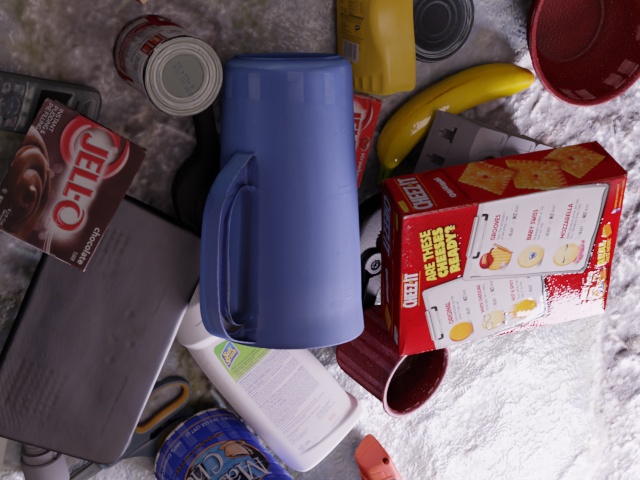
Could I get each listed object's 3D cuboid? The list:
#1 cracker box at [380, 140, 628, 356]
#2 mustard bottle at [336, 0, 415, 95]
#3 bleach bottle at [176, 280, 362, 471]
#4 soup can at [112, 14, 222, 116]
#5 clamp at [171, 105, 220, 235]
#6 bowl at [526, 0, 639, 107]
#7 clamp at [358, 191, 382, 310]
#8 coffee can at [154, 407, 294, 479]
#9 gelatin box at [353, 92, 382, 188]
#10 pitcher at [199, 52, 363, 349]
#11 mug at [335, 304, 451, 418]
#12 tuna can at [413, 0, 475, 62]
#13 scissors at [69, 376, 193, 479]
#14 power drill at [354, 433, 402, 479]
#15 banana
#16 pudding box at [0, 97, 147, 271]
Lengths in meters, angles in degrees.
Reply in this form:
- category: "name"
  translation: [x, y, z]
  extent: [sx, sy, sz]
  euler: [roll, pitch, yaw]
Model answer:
- category: "cracker box"
  translation: [0.164, 0.007, 0.990]
  extent: [0.213, 0.072, 0.164]
  euler: [-10, 127, -11]
- category: "mustard bottle"
  translation: [0.047, -0.231, 0.940]
  extent: [0.058, 0.096, 0.192]
  euler: [-12, 115, -20]
- category: "bleach bottle"
  translation: [-0.063, 0.111, 1.047]
  extent: [0.102, 0.068, 0.250]
  euler: [-45, 118, -18]
- category: "soup can"
  translation: [-0.128, -0.147, 0.889]
  extent: [0.068, 0.102, 0.068]
  euler: [-9, 113, -22]
- category: "clamp"
  translation: [-0.094, -0.072, 0.972]
  extent: [0.120, 0.039, 0.171]
  euler: [29, 101, -14]
- category: "bowl"
  translation: [0.263, -0.218, 1.070]
  extent: [0.161, 0.055, 0.162]
  euler: [-9, 114, -22]
- category: "clamp"
  translation: [0.037, 0.017, 1.065]
  extent: [0.164, 0.036, 0.210]
  euler: [34, 93, -42]
- category: "coffee can"
  translation: [-0.082, 0.244, 1.031]
  extent: [0.102, 0.140, 0.103]
  euler: [-24, 134, -28]
- category: "gelatin box"
  translation: [0.012, -0.100, 1.016]
  extent: [0.073, 0.030, 0.089]
  euler: [8, 107, -27]
- category: "pitcher"
  translation: [-0.033, -0.034, 0.903]
  extent: [0.145, 0.149, 0.243]
  euler: [-2, 103, -8]
- category: "mug"
  translation: [0.078, 0.116, 1.074]
  extent: [0.117, 0.082, 0.093]
  euler: [-1, 117, -45]
- category: "tuna can"
  translation: [0.103, -0.212, 1.010]
  extent: [0.086, 0.034, 0.086]
  euler: [-9, 114, -22]
- category: "scissors"
  translation: [-0.193, 0.220, 1.058]
  extent: [0.202, 0.016, 0.096]
  euler: [-46, 122, -1]
- category: "power drill"
  translation: [-0.001, 0.292, 1.153]
  extent: [0.187, 0.057, 0.184]
  euler: [-32, 124, -7]
- category: "banana"
  translation: [0.127, -0.131, 1.056]
  extent: [0.197, 0.037, 0.069]
  euler: [-34, 150, -6]
- category: "pudding box"
  translation: [-0.204, -0.045, 0.859]
  extent: [0.090, 0.039, 0.113]
  euler: [28, 91, -10]
